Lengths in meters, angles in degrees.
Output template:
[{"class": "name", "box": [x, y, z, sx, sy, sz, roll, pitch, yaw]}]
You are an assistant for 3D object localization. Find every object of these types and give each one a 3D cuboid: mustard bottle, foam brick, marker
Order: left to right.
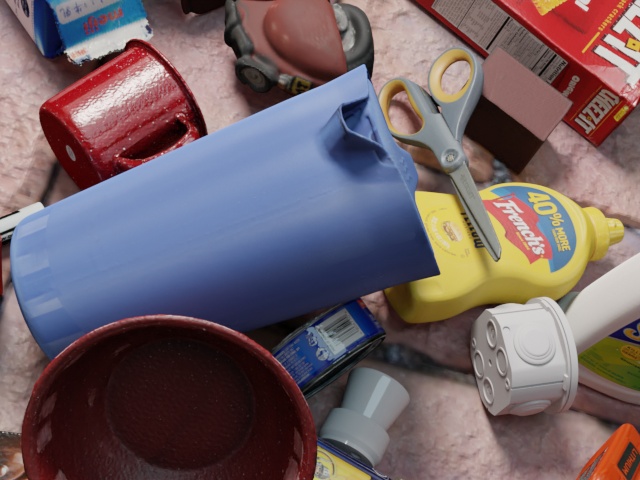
[{"class": "marker", "box": [-0.237, 0.005, 0.698, 0.121, 0.020, 0.020, -24, 73, -24]}, {"class": "mustard bottle", "box": [0.137, 0.003, 0.780, 0.191, 0.058, 0.096, -6, 54, -19]}, {"class": "foam brick", "box": [0.148, -0.103, 0.839, 0.078, 0.053, 0.051, 39, 61, 5]}]

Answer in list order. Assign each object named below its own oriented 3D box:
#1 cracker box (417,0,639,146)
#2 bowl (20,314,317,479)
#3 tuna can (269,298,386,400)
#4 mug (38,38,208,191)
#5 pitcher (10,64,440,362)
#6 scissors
[{"class": "cracker box", "box": [0.203, -0.209, 0.895, 0.214, 0.072, 0.164, 40, 62, 5]}, {"class": "bowl", "box": [-0.082, 0.107, 0.604, 0.162, 0.162, 0.055, 18, 18, -6]}, {"class": "tuna can", "box": [0.000, 0.073, 0.693, 0.086, 0.086, 0.034, -31, 78, -26]}, {"class": "mug", "box": [-0.129, -0.073, 0.720, 0.081, 0.093, 0.117, -37, 44, -22]}, {"class": "pitcher", "box": [-0.054, 0.001, 0.658, 0.243, 0.145, 0.149, -20, 112, 7]}, {"class": "scissors", "box": [0.107, -0.074, 0.769, 0.096, 0.016, 0.202, -45, 44, 7]}]
